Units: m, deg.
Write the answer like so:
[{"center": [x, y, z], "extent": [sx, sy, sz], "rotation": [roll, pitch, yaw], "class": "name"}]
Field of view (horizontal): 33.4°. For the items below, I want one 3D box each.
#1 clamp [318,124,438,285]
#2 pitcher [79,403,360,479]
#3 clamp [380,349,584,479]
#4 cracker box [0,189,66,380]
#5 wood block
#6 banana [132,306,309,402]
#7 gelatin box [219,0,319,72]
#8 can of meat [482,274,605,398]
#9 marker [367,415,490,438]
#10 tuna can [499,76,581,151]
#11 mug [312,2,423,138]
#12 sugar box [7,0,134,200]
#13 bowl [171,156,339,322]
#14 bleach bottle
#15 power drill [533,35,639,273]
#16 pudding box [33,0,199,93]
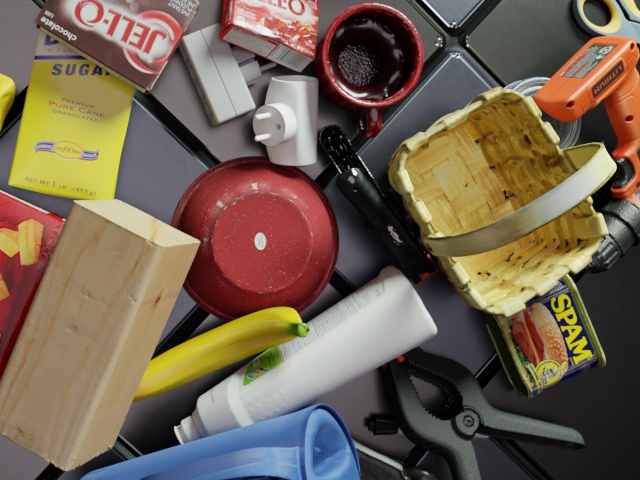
[{"center": [0.052, -0.032, 0.988], "extent": [0.039, 0.120, 0.171], "rotation": [-28, 127, 12], "class": "clamp"}, {"center": [-0.094, 0.223, 0.898], "extent": [0.243, 0.145, 0.149], "rotation": [-16, 107, 18], "class": "pitcher"}, {"center": [0.132, 0.185, 1.004], "extent": [0.210, 0.036, 0.164], "rotation": [38, 59, 3], "class": "clamp"}, {"center": [-0.338, 0.017, 0.921], "extent": [0.213, 0.072, 0.164], "rotation": [25, 86, -10], "class": "cracker box"}, {"center": [-0.193, 0.077, 0.909], "extent": [0.090, 0.090, 0.206], "rotation": [26, 99, 12], "class": "wood block"}, {"center": [-0.094, 0.099, 0.964], "extent": [0.198, 0.069, 0.037], "rotation": [-23, 88, 17], "class": "banana"}, {"center": [-0.046, -0.203, 0.965], "extent": [0.089, 0.030, 0.073], "rotation": [19, 59, -27], "class": "gelatin box"}, {"center": [0.214, 0.092, 1.035], "extent": [0.084, 0.057, 0.102], "rotation": [-24, 96, -7], "class": "can of meat"}, {"center": [0.105, 0.181, 1.035], "extent": [0.121, 0.020, 0.020], "rotation": [3, 91, -11], "class": "marker"}, {"center": [0.209, -0.115, 1.039], "extent": [0.086, 0.034, 0.086], "rotation": [0, 92, -11], "class": "tuna can"}, {"center": [0.041, -0.152, 0.982], "extent": [0.093, 0.081, 0.117], "rotation": [-9, 93, -10], "class": "mug"}, {"center": [-0.215, -0.126, 0.953], "extent": [0.093, 0.048, 0.176], "rotation": [11, 91, -11], "class": "sugar box"}, {"center": [-0.056, 0.001, 0.982], "extent": [0.162, 0.055, 0.162], "rotation": [0, 91, -10], "class": "bowl"}, {"center": [-0.019, 0.117, 0.980], "extent": [0.251, 0.102, 0.068], "rotation": [-31, 100, 0], "class": "bleach bottle"}, {"center": [0.278, -0.084, 1.017], "extent": [0.184, 0.057, 0.187], "rotation": [-45, 119, -15], "class": "power drill"}, {"center": [-0.174, -0.193, 0.919], "extent": [0.113, 0.039, 0.090], "rotation": [30, 84, -9], "class": "pudding box"}]
